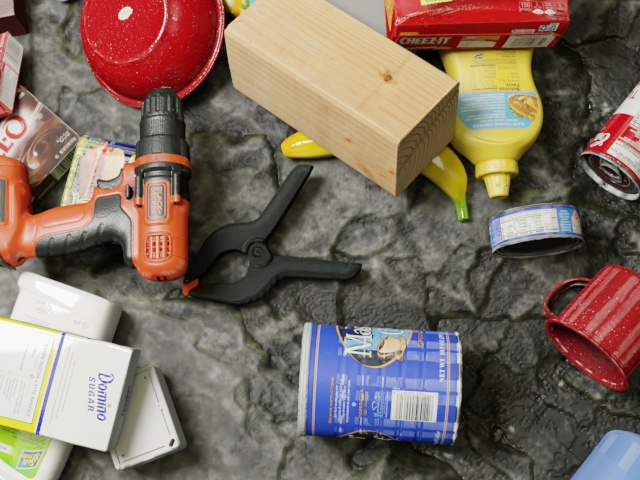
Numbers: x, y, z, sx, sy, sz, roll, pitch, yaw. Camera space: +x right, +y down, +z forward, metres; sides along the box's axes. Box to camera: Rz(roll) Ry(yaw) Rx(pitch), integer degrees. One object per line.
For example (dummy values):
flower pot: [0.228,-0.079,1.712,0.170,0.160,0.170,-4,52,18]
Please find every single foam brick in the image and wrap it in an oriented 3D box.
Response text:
foam brick: [-0.331,-0.248,1.079,0.053,0.051,0.078,-10,79,-1]

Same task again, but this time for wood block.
wood block: [0.018,-0.146,0.999,0.206,0.090,0.090,36,67,21]

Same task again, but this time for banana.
banana: [0.063,-0.084,1.041,0.198,0.037,0.069,20,78,6]

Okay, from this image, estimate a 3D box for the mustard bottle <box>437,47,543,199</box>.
mustard bottle: [0.166,-0.135,1.037,0.096,0.058,0.191,-2,78,-5]

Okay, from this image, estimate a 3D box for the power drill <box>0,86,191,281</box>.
power drill: [-0.210,-0.049,0.975,0.187,0.057,0.184,-5,72,5]

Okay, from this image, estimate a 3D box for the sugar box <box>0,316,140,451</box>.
sugar box: [-0.256,0.120,0.941,0.176,0.048,0.093,14,84,2]

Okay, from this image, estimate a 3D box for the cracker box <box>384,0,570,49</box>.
cracker box: [0.139,-0.290,0.998,0.164,0.072,0.214,-2,80,-4]

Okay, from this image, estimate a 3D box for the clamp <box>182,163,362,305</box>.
clamp: [-0.057,0.001,1.027,0.171,0.039,0.120,-17,77,-2]

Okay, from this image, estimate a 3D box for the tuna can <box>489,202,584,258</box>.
tuna can: [0.201,-0.008,0.997,0.086,0.086,0.034,-5,77,1]

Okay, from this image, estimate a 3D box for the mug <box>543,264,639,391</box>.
mug: [0.261,0.072,0.986,0.081,0.093,0.117,-46,45,-12]

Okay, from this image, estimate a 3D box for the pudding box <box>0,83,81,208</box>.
pudding box: [-0.300,-0.083,1.051,0.090,0.039,0.113,40,82,10]

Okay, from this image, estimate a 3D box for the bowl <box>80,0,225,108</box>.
bowl: [-0.176,-0.212,1.038,0.162,0.055,0.162,-1,88,21]

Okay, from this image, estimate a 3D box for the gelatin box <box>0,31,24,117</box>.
gelatin box: [-0.334,-0.155,1.046,0.073,0.030,0.089,-14,56,20]

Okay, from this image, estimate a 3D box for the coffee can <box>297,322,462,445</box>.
coffee can: [0.053,0.129,0.965,0.140,0.103,0.103,3,79,2]

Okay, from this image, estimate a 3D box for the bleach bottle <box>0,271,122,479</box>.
bleach bottle: [-0.273,0.162,0.991,0.102,0.068,0.251,19,82,7]

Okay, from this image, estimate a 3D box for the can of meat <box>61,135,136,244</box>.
can of meat: [-0.198,-0.047,1.032,0.084,0.057,0.102,12,80,6]
